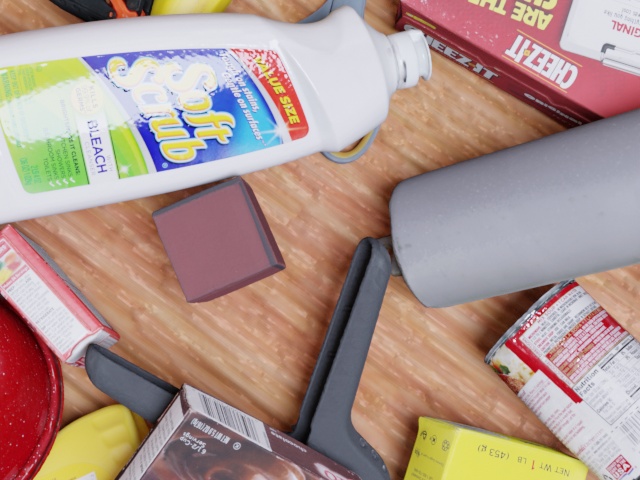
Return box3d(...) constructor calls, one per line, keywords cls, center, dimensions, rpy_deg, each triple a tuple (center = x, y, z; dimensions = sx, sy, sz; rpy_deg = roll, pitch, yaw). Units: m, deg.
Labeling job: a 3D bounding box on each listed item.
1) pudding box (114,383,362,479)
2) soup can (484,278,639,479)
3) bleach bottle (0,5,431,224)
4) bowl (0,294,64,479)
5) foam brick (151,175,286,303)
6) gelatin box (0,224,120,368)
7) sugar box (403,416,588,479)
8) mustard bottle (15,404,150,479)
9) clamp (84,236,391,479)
box3d(cls="pudding box", center=(-0.044, 0.134, 0.526), dimensions=(0.113, 0.039, 0.090), rpy_deg=(33, 99, -17))
box3d(cls="soup can", center=(0.148, 0.078, 0.572), dimensions=(0.068, 0.068, 0.102), rpy_deg=(-43, 73, -2))
box3d(cls="bleach bottle", center=(-0.065, -0.082, 0.567), dimensions=(0.250, 0.068, 0.102), rpy_deg=(-13, 105, -9))
box3d(cls="bowl", center=(-0.218, 0.075, 0.555), dimensions=(0.162, 0.055, 0.162), rpy_deg=(3, 56, -5))
box3d(cls="foam brick", center=(-0.054, 0.001, 0.585), dimensions=(0.051, 0.078, 0.053), rpy_deg=(-24, 86, 1))
box3d(cls="gelatin box", center=(-0.146, 0.033, 0.577), dimensions=(0.030, 0.089, 0.073), rpy_deg=(-42, 87, -9))
box3d(cls="sugar box", center=(0.075, 0.190, 0.575), dimensions=(0.093, 0.048, 0.176), rpy_deg=(18, 85, -23))
box3d(cls="mustard bottle", center=(-0.174, 0.169, 0.584), dimensions=(0.191, 0.058, 0.096), rpy_deg=(-24, 79, -1))
box3d(cls="clamp", center=(-0.026, 0.115, 0.565), dimensions=(0.164, 0.036, 0.210), rpy_deg=(-14, 106, -12))
